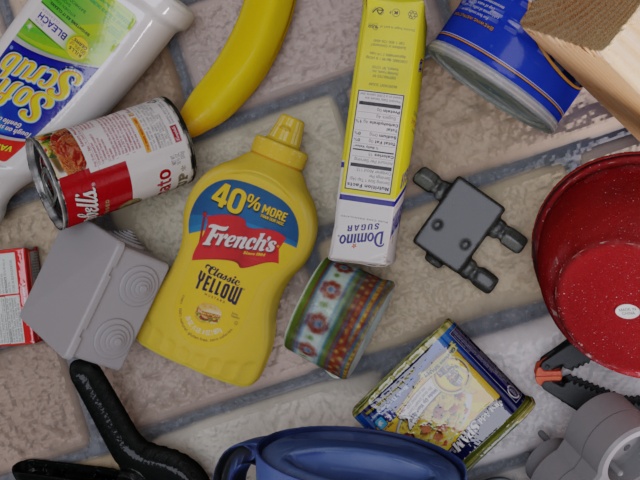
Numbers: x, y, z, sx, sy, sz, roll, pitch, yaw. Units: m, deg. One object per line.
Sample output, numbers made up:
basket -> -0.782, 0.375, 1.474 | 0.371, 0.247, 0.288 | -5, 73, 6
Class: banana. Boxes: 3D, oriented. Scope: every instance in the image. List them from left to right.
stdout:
banana -> -0.054, -0.167, 0.773 | 0.069, 0.037, 0.198 | 11, 94, 6

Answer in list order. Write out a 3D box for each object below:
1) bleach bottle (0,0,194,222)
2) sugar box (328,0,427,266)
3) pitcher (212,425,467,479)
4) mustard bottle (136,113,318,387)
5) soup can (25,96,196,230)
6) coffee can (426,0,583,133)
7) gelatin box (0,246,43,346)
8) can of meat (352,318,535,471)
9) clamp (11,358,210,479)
bleach bottle -> -0.207, -0.097, 0.785 | 0.102, 0.068, 0.251 | 39, 98, 6
sugar box -> 0.042, -0.072, 0.734 | 0.048, 0.093, 0.176 | 6, 92, 8
pitcher -> 0.005, 0.245, 0.683 | 0.144, 0.149, 0.243 | 5, 96, -16
mustard bottle -> -0.055, 0.001, 0.766 | 0.096, 0.058, 0.191 | 23, 93, 7
soup can -> -0.147, -0.056, 0.753 | 0.102, 0.069, 0.068 | -22, 87, -23
coffee can -> 0.153, -0.157, 0.712 | 0.103, 0.102, 0.140 | 35, 95, 6
gelatin box -> -0.256, 0.045, 0.809 | 0.089, 0.030, 0.073 | -6, 91, 7
can of meat -> 0.084, 0.117, 0.749 | 0.102, 0.057, 0.084 | -45, 83, 6
clamp -> -0.147, 0.179, 0.789 | 0.171, 0.039, 0.120 | 43, 118, 2
